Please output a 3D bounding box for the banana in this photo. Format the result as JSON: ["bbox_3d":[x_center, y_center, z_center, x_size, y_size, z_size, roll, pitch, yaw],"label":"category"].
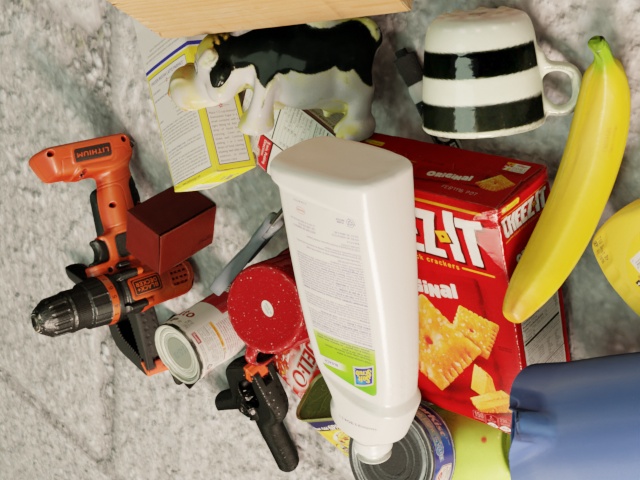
[{"bbox_3d":[0.167,-0.039,0.712,0.037,0.069,0.198,32,116,46],"label":"banana"}]

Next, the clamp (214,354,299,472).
[{"bbox_3d":[-0.059,0.176,1.107,0.120,0.039,0.172,38,154,12],"label":"clamp"}]

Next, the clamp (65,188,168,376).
[{"bbox_3d":[-0.225,0.055,1.199,0.210,0.036,0.165,54,142,27],"label":"clamp"}]

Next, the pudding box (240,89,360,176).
[{"bbox_3d":[-0.020,-0.091,0.915,0.114,0.039,0.090,39,137,20],"label":"pudding box"}]

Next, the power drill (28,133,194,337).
[{"bbox_3d":[-0.233,-0.007,1.091,0.057,0.184,0.187,-17,92,49],"label":"power drill"}]

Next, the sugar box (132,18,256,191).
[{"bbox_3d":[-0.114,-0.137,0.942,0.094,0.048,0.176,-17,84,56],"label":"sugar box"}]

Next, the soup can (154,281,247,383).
[{"bbox_3d":[-0.106,0.091,1.068,0.069,0.102,0.068,26,131,34],"label":"soup can"}]

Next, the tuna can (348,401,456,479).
[{"bbox_3d":[0.065,0.173,0.864,0.086,0.033,0.086,1,91,38],"label":"tuna can"}]

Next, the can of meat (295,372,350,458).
[{"bbox_3d":[0.042,0.163,0.975,0.084,0.057,0.102,44,146,-22],"label":"can of meat"}]

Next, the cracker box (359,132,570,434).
[{"bbox_3d":[0.100,0.035,0.826,0.164,0.072,0.213,16,132,40],"label":"cracker box"}]

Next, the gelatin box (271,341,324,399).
[{"bbox_3d":[-0.013,0.110,1.039,0.073,0.030,0.089,46,139,15],"label":"gelatin box"}]

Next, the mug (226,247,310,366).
[{"bbox_3d":[-0.036,0.064,0.964,0.093,0.081,0.117,37,113,19],"label":"mug"}]

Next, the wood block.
[{"bbox_3d":[-0.044,-0.208,0.755,0.206,0.090,0.090,0,78,26],"label":"wood block"}]

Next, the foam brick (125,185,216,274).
[{"bbox_3d":[-0.150,-0.013,1.068,0.051,0.078,0.053,34,135,25],"label":"foam brick"}]

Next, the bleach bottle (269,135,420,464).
[{"bbox_3d":[0.025,0.055,0.791,0.103,0.067,0.251,19,126,39],"label":"bleach bottle"}]

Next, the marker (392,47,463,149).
[{"bbox_3d":[0.089,-0.092,0.816,0.020,0.020,0.121,-23,96,50],"label":"marker"}]

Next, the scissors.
[{"bbox_3d":[-0.056,0.001,0.938,0.016,0.096,0.202,41,164,-1],"label":"scissors"}]
